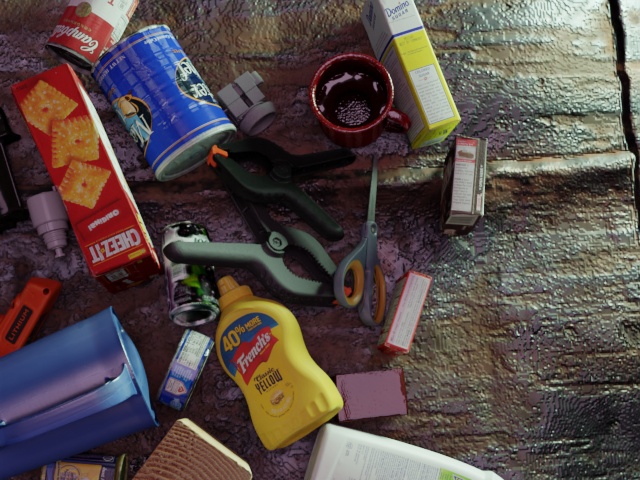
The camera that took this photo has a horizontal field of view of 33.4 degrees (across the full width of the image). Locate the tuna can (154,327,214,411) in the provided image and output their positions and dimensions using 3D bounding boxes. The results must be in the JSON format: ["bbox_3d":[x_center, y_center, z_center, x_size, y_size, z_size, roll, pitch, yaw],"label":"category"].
[{"bbox_3d":[-0.144,0.139,1.141,0.033,0.086,0.086,24,80,-3],"label":"tuna can"}]

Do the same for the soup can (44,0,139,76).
[{"bbox_3d":[-0.256,-0.245,1.203,0.068,0.068,0.102,26,79,0],"label":"soup can"}]

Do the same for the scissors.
[{"bbox_3d":[0.044,-0.005,1.189,0.016,0.096,0.202,-9,81,36],"label":"scissors"}]

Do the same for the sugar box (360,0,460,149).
[{"bbox_3d":[0.100,-0.199,1.212,0.048,0.093,0.176,-17,83,-10],"label":"sugar box"}]

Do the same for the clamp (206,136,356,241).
[{"bbox_3d":[-0.041,-0.061,1.181,0.171,0.039,0.120,7,54,-13],"label":"clamp"}]

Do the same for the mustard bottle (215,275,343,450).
[{"bbox_3d":[-0.060,0.122,1.153,0.096,0.058,0.192,-37,72,21],"label":"mustard bottle"}]

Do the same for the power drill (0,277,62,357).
[{"bbox_3d":[-0.375,0.034,1.135,0.187,0.057,0.184,29,98,-1],"label":"power drill"}]

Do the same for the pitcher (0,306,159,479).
[{"bbox_3d":[-0.293,0.171,1.072,0.242,0.149,0.145,-22,54,-9],"label":"pitcher"}]

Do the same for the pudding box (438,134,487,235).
[{"bbox_3d":[0.157,-0.059,1.184,0.039,0.113,0.090,5,80,-1],"label":"pudding box"}]

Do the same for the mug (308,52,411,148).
[{"bbox_3d":[0.047,-0.149,1.199,0.117,0.081,0.093,20,80,8],"label":"mug"}]

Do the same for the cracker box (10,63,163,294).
[{"bbox_3d":[-0.242,-0.058,1.126,0.072,0.164,0.214,-23,83,-7],"label":"cracker box"}]

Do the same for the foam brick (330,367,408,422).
[{"bbox_3d":[0.052,0.170,1.170,0.078,0.053,0.051,-6,81,-7],"label":"foam brick"}]

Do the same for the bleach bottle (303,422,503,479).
[{"bbox_3d":[0.109,0.279,1.153,0.250,0.068,0.102,18,80,-4],"label":"bleach bottle"}]

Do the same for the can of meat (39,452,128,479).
[{"bbox_3d":[-0.251,0.274,1.126,0.084,0.057,0.102,5,80,-2],"label":"can of meat"}]

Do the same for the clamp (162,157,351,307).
[{"bbox_3d":[-0.058,0.001,1.179,0.210,0.036,0.164,28,48,-14],"label":"clamp"}]

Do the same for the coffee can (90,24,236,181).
[{"bbox_3d":[-0.173,-0.151,1.177,0.102,0.103,0.140,-33,85,-9],"label":"coffee can"}]

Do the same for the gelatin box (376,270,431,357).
[{"bbox_3d":[0.092,0.082,1.176,0.030,0.073,0.089,18,80,-2],"label":"gelatin box"}]

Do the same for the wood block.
[{"bbox_3d":[-0.130,0.239,1.065,0.090,0.206,0.090,36,80,1],"label":"wood block"}]
